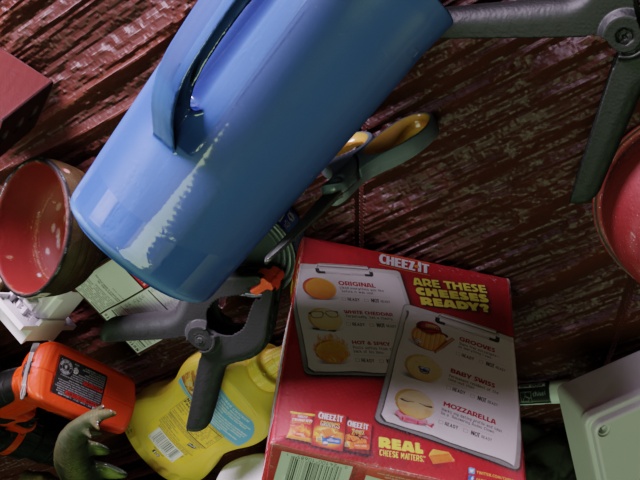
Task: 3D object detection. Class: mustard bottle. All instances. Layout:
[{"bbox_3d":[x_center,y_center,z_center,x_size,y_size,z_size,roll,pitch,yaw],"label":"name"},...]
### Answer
[{"bbox_3d":[-0.088,0.141,0.934,0.192,0.058,0.096,-37,95,35],"label":"mustard bottle"}]

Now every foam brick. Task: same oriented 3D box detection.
[{"bbox_3d":[-0.251,-0.102,0.816,0.051,0.078,0.053,34,127,-3],"label":"foam brick"}]

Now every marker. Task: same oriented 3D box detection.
[{"bbox_3d":[0.143,0.126,0.866,0.121,0.020,0.020,-8,120,24],"label":"marker"}]

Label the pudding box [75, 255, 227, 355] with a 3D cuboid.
[{"bbox_3d":[-0.141,0.037,0.896,0.114,0.039,0.090,-28,112,34],"label":"pudding box"}]

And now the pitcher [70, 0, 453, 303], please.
[{"bbox_3d":[-0.046,-0.086,0.647,0.149,0.145,0.243,36,96,-26],"label":"pitcher"}]

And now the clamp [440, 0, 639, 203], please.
[{"bbox_3d":[0.179,-0.136,0.663,0.164,0.036,0.210,41,124,-9],"label":"clamp"}]

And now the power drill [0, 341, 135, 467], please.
[{"bbox_3d":[-0.254,0.155,0.964,0.188,0.057,0.184,-21,142,37],"label":"power drill"}]

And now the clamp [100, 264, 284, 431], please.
[{"bbox_3d":[-0.100,0.068,0.855,0.120,0.039,0.172,37,117,-6],"label":"clamp"}]

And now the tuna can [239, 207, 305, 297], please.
[{"bbox_3d":[-0.056,0.001,0.843,0.086,0.033,0.086,10,126,13],"label":"tuna can"}]

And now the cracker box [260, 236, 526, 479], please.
[{"bbox_3d":[0.051,0.101,0.742,0.164,0.213,0.072,12,127,-3],"label":"cracker box"}]

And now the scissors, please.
[{"bbox_3d":[0.002,-0.036,0.708,0.096,0.201,0.016,0,119,48],"label":"scissors"}]
